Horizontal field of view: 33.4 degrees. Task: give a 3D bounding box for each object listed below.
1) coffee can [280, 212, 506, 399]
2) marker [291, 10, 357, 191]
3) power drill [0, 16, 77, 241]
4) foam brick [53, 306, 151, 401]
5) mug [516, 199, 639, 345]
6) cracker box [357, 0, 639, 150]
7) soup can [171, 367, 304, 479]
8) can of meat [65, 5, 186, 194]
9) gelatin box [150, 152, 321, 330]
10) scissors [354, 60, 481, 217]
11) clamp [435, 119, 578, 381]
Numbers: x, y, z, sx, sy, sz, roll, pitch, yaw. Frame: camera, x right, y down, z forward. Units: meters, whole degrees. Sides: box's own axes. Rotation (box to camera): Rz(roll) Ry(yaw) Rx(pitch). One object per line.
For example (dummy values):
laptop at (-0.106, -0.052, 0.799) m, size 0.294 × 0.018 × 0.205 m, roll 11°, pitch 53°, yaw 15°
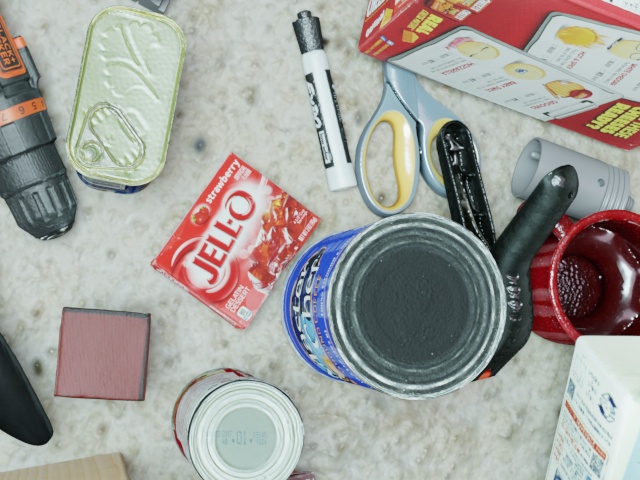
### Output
coffee can at (0.038, 0.040, 0.645) m, size 0.102 × 0.140 × 0.103 m, roll 1°, pitch 86°, yaw -12°
marker at (0.002, -0.093, 0.708) m, size 0.020 × 0.020 × 0.121 m, roll -12°, pitch 89°, yaw -13°
power drill at (-0.228, -0.065, 0.590) m, size 0.057 × 0.187 × 0.184 m, roll -20°, pitch 98°, yaw 31°
foam brick at (-0.131, 0.068, 0.640) m, size 0.051 × 0.078 × 0.053 m, roll 5°, pitch 83°, yaw -11°
mug at (0.170, 0.020, 0.704) m, size 0.093 × 0.081 × 0.117 m, roll -42°, pitch 96°, yaw -11°
cracker box at (0.152, -0.136, 0.660) m, size 0.213 × 0.164 × 0.072 m, roll 17°, pitch 77°, yaw -15°
soup can at (-0.051, 0.113, 0.641) m, size 0.068 × 0.102 × 0.068 m, roll 1°, pitch 86°, yaw -12°
can of meat at (-0.119, -0.080, 0.649) m, size 0.057 × 0.084 × 0.102 m, roll 10°, pitch 84°, yaw -11°
gelatin box at (-0.055, 0.001, 0.684) m, size 0.073 × 0.030 × 0.089 m, roll 36°, pitch 80°, yaw -7°
scissors at (0.069, -0.113, 0.726) m, size 0.096 × 0.016 × 0.202 m, roll 9°, pitch 85°, yaw -13°
clamp at (0.113, 0.014, 0.673) m, size 0.039 × 0.120 × 0.171 m, roll -9°, pitch 105°, yaw -24°
